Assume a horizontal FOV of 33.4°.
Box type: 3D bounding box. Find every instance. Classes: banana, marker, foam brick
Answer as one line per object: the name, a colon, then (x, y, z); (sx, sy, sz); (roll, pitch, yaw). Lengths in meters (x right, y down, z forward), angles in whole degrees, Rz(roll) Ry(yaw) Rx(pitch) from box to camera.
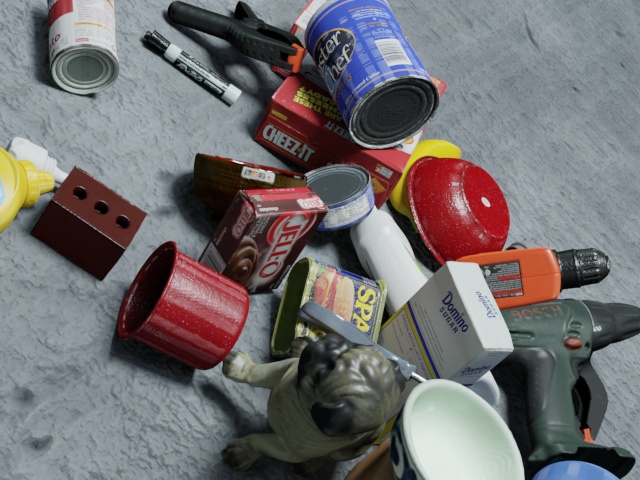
banana: (0.121, -0.081, 1.289); (0.069, 0.037, 0.197); (53, 37, -16)
marker: (-0.141, -0.191, 1.169); (0.121, 0.020, 0.020); (34, 39, -11)
foam brick: (-0.201, -0.015, 0.930); (0.078, 0.051, 0.053); (35, 40, -12)

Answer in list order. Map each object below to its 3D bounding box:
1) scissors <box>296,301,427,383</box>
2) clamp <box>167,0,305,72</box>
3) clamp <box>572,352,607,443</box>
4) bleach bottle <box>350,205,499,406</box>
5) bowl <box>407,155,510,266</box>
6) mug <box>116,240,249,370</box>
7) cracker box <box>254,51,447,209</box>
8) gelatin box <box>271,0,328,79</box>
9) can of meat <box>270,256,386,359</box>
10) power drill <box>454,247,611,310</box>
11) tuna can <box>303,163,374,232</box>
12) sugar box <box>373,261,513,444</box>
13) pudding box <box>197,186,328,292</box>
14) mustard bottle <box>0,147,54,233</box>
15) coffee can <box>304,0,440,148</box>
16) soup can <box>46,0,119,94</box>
scissors: (0.060, 0.101, 0.905); (0.202, 0.016, 0.096); (28, -9, 23)
clamp: (-0.077, -0.237, 1.215); (0.172, 0.039, 0.120); (31, 35, 23)
clamp: (0.267, 0.138, 1.212); (0.164, 0.036, 0.210); (17, 48, -16)
bleach bottle: (0.094, 0.062, 1.100); (0.251, 0.068, 0.102); (63, 3, 31)
bowl: (0.172, -0.036, 1.243); (0.161, 0.055, 0.162); (28, 49, -37)
mug: (-0.118, 0.056, 0.921); (0.081, 0.093, 0.117); (30, 4, -24)
cracker box: (0.039, -0.149, 1.232); (0.164, 0.072, 0.213); (29, 40, 0)
gelatin box: (-0.020, -0.244, 1.278); (0.030, 0.073, 0.089); (30, 39, -2)
can of meat: (0.007, 0.074, 1.008); (0.083, 0.058, 0.102); (21, 71, -23)
power drill: (0.210, 0.038, 1.106); (0.187, 0.184, 0.057); (10, 70, -77)
tuna can: (0.013, -0.045, 1.121); (0.086, 0.086, 0.034); (-62, 145, -50)
sugar box: (0.096, 0.106, 0.979); (0.048, 0.176, 0.093); (6, 52, -38)
pudding box: (-0.057, 0.001, 0.992); (0.089, 0.114, 0.039); (-5, 52, -43)
mustard bottle: (-0.302, -0.042, 0.861); (0.191, 0.058, 0.096); (-8, 62, -45)
coffee can: (0.053, -0.183, 1.139); (0.102, 0.103, 0.140); (7, 45, -37)
soup can: (-0.236, -0.204, 1.060); (0.068, 0.069, 0.102); (14, 48, -32)
